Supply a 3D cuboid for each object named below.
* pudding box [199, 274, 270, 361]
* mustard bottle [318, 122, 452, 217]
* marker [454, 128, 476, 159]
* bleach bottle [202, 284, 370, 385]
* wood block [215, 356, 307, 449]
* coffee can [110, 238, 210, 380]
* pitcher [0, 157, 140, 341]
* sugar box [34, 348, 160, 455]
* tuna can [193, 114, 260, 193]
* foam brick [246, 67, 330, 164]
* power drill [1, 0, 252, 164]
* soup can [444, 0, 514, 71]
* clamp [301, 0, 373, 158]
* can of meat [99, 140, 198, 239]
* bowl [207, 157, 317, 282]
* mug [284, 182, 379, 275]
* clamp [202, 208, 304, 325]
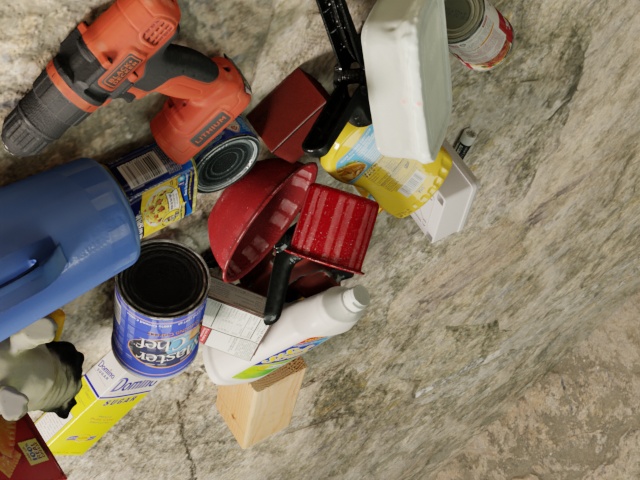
[{"bbox_3d":[-0.119,0.093,1.305,0.113,0.039,0.090,21,133,-10],"label":"pudding box"},{"bbox_3d":[0.052,-0.102,1.174,0.191,0.058,0.096,29,112,-36],"label":"mustard bottle"},{"bbox_3d":[0.182,-0.106,1.457,0.020,0.020,0.121,-21,152,-33],"label":"marker"},{"bbox_3d":[-0.038,0.116,1.371,0.102,0.068,0.251,1,156,-45],"label":"bleach bottle"},{"bbox_3d":[-0.092,0.218,1.594,0.090,0.091,0.206,-25,155,-24],"label":"wood block"},{"bbox_3d":[-0.180,0.079,1.192,0.102,0.103,0.140,-24,154,-27],"label":"coffee can"},{"bbox_3d":[-0.276,0.024,0.909,0.242,0.149,0.145,-29,156,-26],"label":"pitcher"},{"bbox_3d":[-0.281,0.205,1.362,0.176,0.048,0.093,-41,156,14],"label":"sugar box"},{"bbox_3d":[-0.103,-0.087,1.074,0.086,0.034,0.086,-30,156,-15],"label":"tuna can"},{"bbox_3d":[-0.025,-0.127,1.085,0.078,0.053,0.051,-41,156,14],"label":"foam brick"},{"bbox_3d":[-0.156,-0.121,0.905,0.184,0.057,0.187,-39,158,15],"label":"power drill"},{"bbox_3d":[0.158,-0.226,1.134,0.068,0.068,0.102,-43,155,15],"label":"soup can"},{"bbox_3d":[0.031,-0.171,1.048,0.209,0.036,0.164,-23,117,-66],"label":"clamp"},{"bbox_3d":[-0.167,-0.048,1.029,0.083,0.057,0.102,-29,157,-24],"label":"can of meat"},{"bbox_3d":[-0.072,-0.034,1.156,0.162,0.055,0.162,-50,170,-13],"label":"bowl"},{"bbox_3d":[0.010,-0.016,1.179,0.093,0.117,0.081,16,91,-29],"label":"mug"},{"bbox_3d":[-0.058,0.002,1.253,0.171,0.120,0.039,-56,166,-8],"label":"clamp"}]
